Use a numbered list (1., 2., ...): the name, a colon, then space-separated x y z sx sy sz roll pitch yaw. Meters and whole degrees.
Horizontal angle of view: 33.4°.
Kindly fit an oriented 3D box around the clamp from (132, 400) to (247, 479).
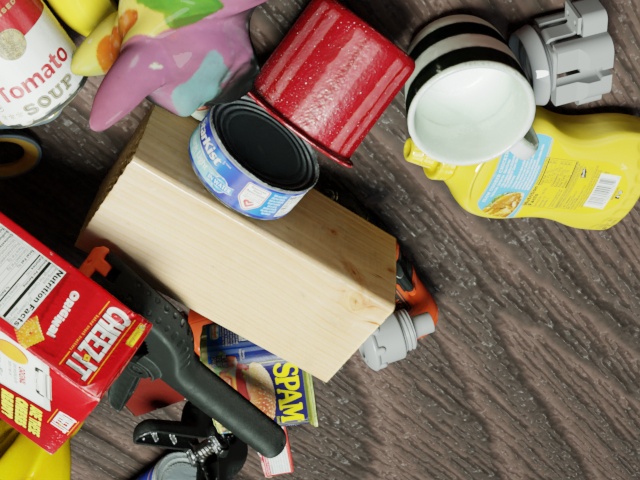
1. clamp: -0.098 0.192 0.939 0.039 0.120 0.171 -23 180 20

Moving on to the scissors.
1. scissors: -0.270 -0.064 0.708 0.201 0.016 0.096 -15 145 -17

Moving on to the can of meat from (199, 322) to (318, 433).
1. can of meat: -0.049 0.107 0.855 0.084 0.057 0.102 -7 130 -1

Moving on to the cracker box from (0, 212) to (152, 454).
1. cracker box: -0.230 0.038 0.706 0.213 0.072 0.164 37 149 -6

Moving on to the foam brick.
1. foam brick: -0.138 0.107 0.916 0.078 0.053 0.051 -21 136 7

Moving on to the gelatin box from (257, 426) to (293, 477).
1. gelatin box: -0.048 0.164 0.982 0.030 0.073 0.089 -10 137 -3

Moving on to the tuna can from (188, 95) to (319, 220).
1. tuna can: -0.045 -0.055 0.714 0.086 0.086 0.034 20 130 -31

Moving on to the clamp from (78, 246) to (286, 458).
1. clamp: -0.130 0.082 0.776 0.165 0.036 0.210 5 141 34

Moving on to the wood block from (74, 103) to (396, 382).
1. wood block: -0.055 0.000 0.760 0.206 0.090 0.091 30 122 -15

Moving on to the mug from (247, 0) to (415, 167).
1. mug: 0.011 -0.107 0.711 0.081 0.093 0.117 -53 167 10

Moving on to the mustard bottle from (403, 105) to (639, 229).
1. mustard bottle: 0.154 -0.059 0.816 0.191 0.058 0.096 5 132 -19

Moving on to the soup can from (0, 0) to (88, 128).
1. soup can: -0.195 -0.126 0.643 0.068 0.068 0.102 -25 128 11
